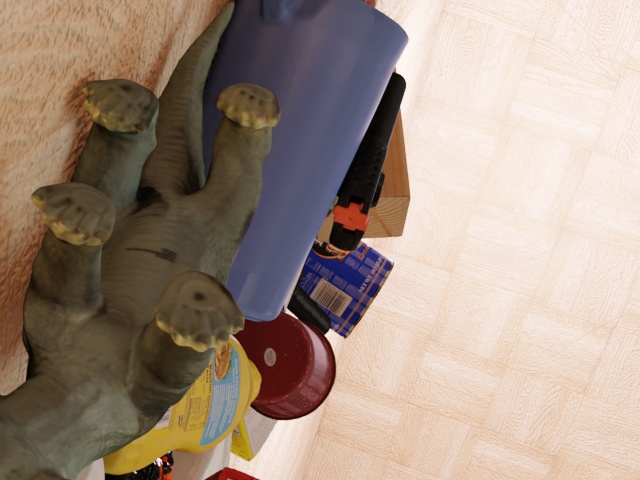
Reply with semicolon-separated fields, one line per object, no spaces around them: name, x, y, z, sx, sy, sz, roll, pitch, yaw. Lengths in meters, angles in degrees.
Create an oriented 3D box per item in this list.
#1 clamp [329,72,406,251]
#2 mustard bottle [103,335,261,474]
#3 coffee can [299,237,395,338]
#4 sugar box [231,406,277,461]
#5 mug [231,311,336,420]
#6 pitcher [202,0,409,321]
clamp;0.037;-0.057;0.886;0.210;0.036;0.165;-66;173;-78
mustard bottle;-0.100;0.110;0.789;0.191;0.058;0.096;4;92;-62
coffee can;-0.003;0.028;1.179;0.103;0.140;0.103;-57;179;-1
sugar box;-0.078;0.158;1.150;0.093;0.048;0.176;-57;156;-30
mug;-0.048;0.113;0.924;0.117;0.093;0.081;-35;162;1
pitcher;-0.034;-0.066;0.802;0.243;0.149;0.145;-68;-159;0
